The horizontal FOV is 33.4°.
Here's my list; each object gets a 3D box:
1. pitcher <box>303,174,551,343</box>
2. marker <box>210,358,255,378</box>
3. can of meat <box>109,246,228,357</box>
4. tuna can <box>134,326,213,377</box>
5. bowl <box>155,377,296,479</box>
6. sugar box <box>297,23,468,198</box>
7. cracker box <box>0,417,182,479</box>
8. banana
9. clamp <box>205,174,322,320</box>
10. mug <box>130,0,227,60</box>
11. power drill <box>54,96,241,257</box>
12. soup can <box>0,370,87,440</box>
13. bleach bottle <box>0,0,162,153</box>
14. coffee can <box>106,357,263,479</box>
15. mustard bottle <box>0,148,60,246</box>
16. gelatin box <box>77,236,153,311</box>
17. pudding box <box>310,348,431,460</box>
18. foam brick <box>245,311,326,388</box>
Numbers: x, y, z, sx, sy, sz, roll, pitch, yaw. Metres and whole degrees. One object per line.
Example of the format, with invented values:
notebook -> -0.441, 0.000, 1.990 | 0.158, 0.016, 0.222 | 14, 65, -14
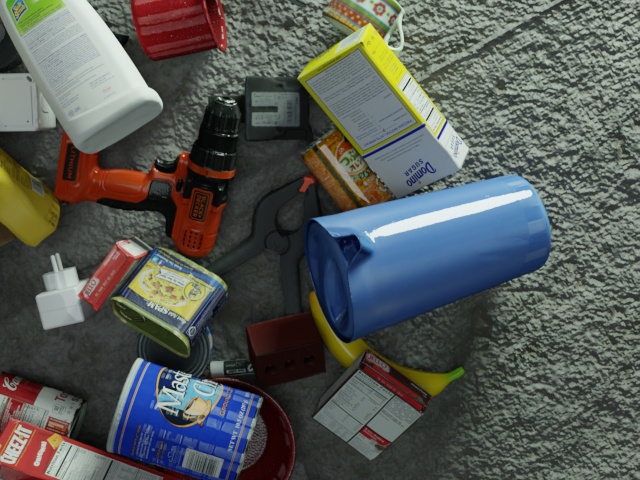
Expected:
pitcher -> 0.111, 0.015, 1.127 | 0.242, 0.149, 0.145 | -16, 111, -16
marker -> -0.065, 0.142, 1.217 | 0.121, 0.020, 0.020 | -5, 97, 3
can of meat -> -0.163, 0.064, 1.163 | 0.102, 0.057, 0.083 | 29, 63, 12
tuna can -> -0.165, 0.120, 1.210 | 0.086, 0.033, 0.086 | 0, 97, 2
bowl -> -0.106, 0.228, 1.210 | 0.162, 0.055, 0.162 | 0, 97, 2
sugar box -> 0.068, -0.133, 1.129 | 0.094, 0.048, 0.176 | -24, 117, 40
cracker box -> -0.269, 0.306, 1.185 | 0.213, 0.072, 0.164 | 20, 127, -2
banana -> 0.062, 0.129, 1.205 | 0.198, 0.037, 0.069 | 29, 78, -3
clamp -> -0.058, 0.001, 1.190 | 0.120, 0.039, 0.171 | 17, 100, -5
mug -> -0.153, -0.250, 1.139 | 0.081, 0.093, 0.117 | -11, 85, 8
power drill -> -0.186, -0.085, 1.159 | 0.187, 0.057, 0.184 | 16, 110, 2
soup can -> -0.324, 0.196, 1.207 | 0.102, 0.068, 0.068 | 19, 97, -1
bleach bottle -> -0.268, -0.219, 1.106 | 0.102, 0.068, 0.251 | -31, 80, 1
coffee can -> -0.142, 0.193, 1.127 | 0.140, 0.103, 0.103 | 17, 97, -1
mustard bottle -> -0.359, -0.078, 1.120 | 0.058, 0.096, 0.191 | -38, 127, 7
gelatin box -> -0.225, 0.035, 1.173 | 0.030, 0.089, 0.073 | 38, 97, 0
pudding box -> 0.055, 0.184, 1.183 | 0.090, 0.039, 0.114 | 37, 128, -2
foam brick -> -0.039, 0.120, 1.180 | 0.078, 0.051, 0.053 | -13, 132, -8
